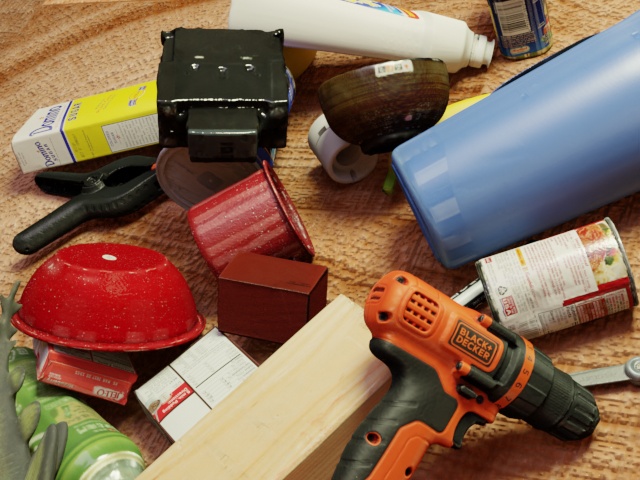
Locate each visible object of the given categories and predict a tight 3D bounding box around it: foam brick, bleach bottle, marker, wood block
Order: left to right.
[{"bbox_3d":[-0.038,0.047,0.852,0.078,0.051,0.053,11,27,15],"label":"foam brick"},{"bbox_3d":[-0.020,0.148,0.741,0.206,0.090,0.090,-41,44,-16],"label":"wood block"},{"bbox_3d":[0.042,-0.206,1.035,0.251,0.068,0.102,12,17,2],"label":"bleach bottle"},{"bbox_3d":[0.128,0.037,0.833,0.121,0.020,0.020,-34,43,-10],"label":"marker"}]

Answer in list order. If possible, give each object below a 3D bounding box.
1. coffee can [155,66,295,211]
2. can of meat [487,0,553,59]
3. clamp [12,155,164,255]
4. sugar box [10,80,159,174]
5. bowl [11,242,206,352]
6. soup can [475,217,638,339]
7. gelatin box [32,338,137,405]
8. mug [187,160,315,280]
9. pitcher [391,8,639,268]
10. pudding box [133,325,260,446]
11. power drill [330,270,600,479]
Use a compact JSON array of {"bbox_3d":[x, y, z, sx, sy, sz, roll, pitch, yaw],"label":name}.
[{"bbox_3d":[-0.087,-0.104,1.010,0.103,0.102,0.140,-5,46,21],"label":"coffee can"},{"bbox_3d":[0.188,-0.236,1.023,0.057,0.084,0.102,-10,45,15],"label":"can of meat"},{"bbox_3d":[-0.226,-0.039,1.058,0.172,0.039,0.120,-11,45,21],"label":"clamp"},{"bbox_3d":[-0.229,-0.124,1.124,0.176,0.048,0.093,-9,28,13],"label":"sugar box"},{"bbox_3d":[-0.173,0.039,0.880,0.162,0.055,0.162,6,13,-2],"label":"bowl"},{"bbox_3d":[0.172,0.031,0.782,0.102,0.068,0.068,-19,43,8],"label":"soup can"},{"bbox_3d":[-0.193,0.096,0.867,0.030,0.073,0.089,-66,23,9],"label":"gelatin box"},{"bbox_3d":[-0.056,0.001,0.914,0.081,0.093,0.117,-28,79,5],"label":"mug"},{"bbox_3d":[0.181,-0.081,0.850,0.243,0.149,0.145,-26,83,4],"label":"pitcher"},{"bbox_3d":[-0.080,0.128,0.827,0.090,0.039,0.114,-38,46,-15],"label":"pudding box"},{"bbox_3d":[0.079,0.137,0.683,0.187,0.184,0.057,-63,15,-16],"label":"power drill"}]
